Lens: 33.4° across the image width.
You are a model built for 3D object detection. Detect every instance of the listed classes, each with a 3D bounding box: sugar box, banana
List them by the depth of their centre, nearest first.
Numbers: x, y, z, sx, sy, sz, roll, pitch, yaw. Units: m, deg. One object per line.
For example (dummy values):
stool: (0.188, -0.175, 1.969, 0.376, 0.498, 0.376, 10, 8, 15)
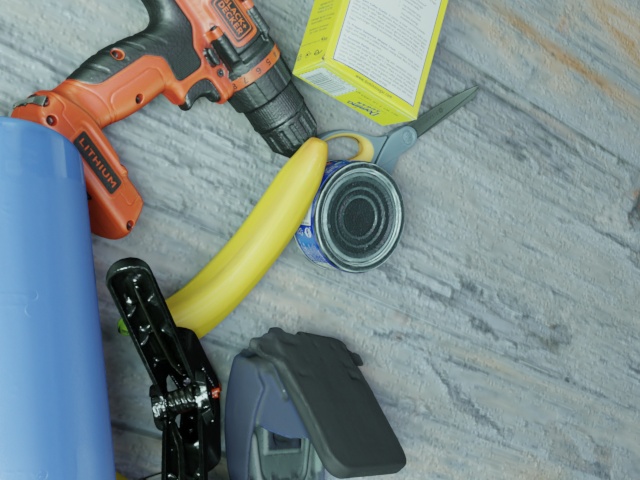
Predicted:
banana: (-0.058, 0.011, 0.745, 0.037, 0.070, 0.197, 37, 69, 15)
sugar box: (0.047, -0.184, 0.784, 0.093, 0.048, 0.176, 26, 70, -33)

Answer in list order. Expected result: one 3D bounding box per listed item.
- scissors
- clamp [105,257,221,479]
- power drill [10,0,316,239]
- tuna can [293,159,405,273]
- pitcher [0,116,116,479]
scissors: (0.065, -0.062, 0.865, 0.201, 0.016, 0.096, -17, 101, -34)
clamp: (-0.087, 0.089, 0.651, 0.036, 0.210, 0.164, -12, 90, 0)
power drill: (-0.100, -0.088, 0.723, 0.187, 0.057, 0.184, -49, 116, -28)
tuna can: (0.022, -0.018, 0.803, 0.085, 0.034, 0.086, -4, 97, -33)
pitcher: (-0.184, 0.062, 0.554, 0.149, 0.145, 0.243, 41, 38, -64)
